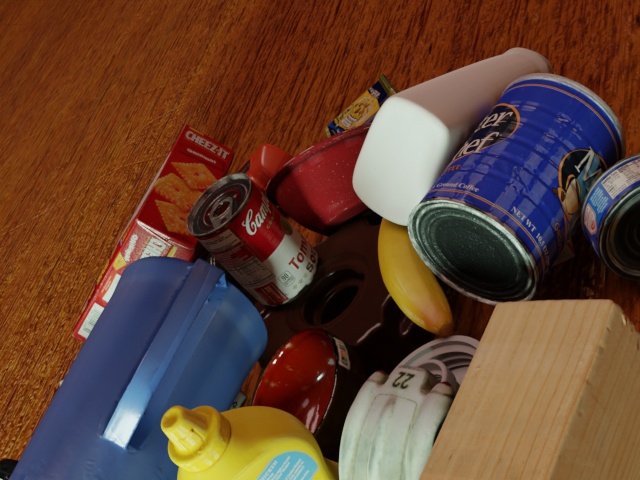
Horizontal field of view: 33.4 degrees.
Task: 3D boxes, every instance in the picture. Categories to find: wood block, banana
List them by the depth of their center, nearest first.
[{"bbox_3d":[0.125,0.143,0.632,0.090,0.090,0.206,-5,47,47],"label":"wood block"},{"bbox_3d":[0.078,0.002,0.836,0.070,0.037,0.197,-4,37,18],"label":"banana"}]

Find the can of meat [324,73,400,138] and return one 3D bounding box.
[{"bbox_3d":[0.054,-0.113,1.073,0.084,0.057,0.102,-41,19,10],"label":"can of meat"}]

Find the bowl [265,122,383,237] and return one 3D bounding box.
[{"bbox_3d":[0.034,-0.047,0.970,0.162,0.161,0.055,-29,72,23],"label":"bowl"}]

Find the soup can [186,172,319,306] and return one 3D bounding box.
[{"bbox_3d":[-0.056,0.001,0.907,0.069,0.102,0.068,-28,35,21],"label":"soup can"}]

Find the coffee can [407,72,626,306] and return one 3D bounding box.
[{"bbox_3d":[0.142,-0.037,0.766,0.103,0.102,0.140,0,43,51],"label":"coffee can"}]

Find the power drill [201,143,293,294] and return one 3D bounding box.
[{"bbox_3d":[-0.079,-0.009,1.067,0.185,0.057,0.187,-41,19,48],"label":"power drill"}]

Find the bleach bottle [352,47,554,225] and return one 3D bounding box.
[{"bbox_3d":[0.129,-0.099,0.886,0.250,0.068,0.103,-29,-32,-49],"label":"bleach bottle"}]

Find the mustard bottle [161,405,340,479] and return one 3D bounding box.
[{"bbox_3d":[-0.037,0.162,0.699,0.096,0.191,0.058,-43,37,1],"label":"mustard bottle"}]

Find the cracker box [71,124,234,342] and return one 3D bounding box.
[{"bbox_3d":[-0.168,-0.001,1.112,0.164,0.072,0.213,-56,10,30],"label":"cracker box"}]

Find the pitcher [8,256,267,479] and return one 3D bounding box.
[{"bbox_3d":[-0.141,0.132,0.800,0.145,0.149,0.242,-4,42,31],"label":"pitcher"}]
